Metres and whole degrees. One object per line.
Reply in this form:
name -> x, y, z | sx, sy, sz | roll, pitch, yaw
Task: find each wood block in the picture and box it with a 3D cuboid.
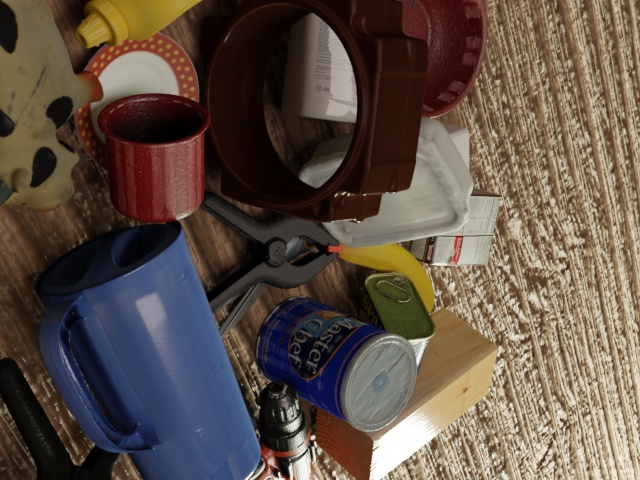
wood block -> 0.099, 0.178, 1.228 | 0.205, 0.090, 0.091 | -30, 141, -32

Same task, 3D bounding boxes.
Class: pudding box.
pudding box -> 0.162, -0.016, 1.273 | 0.113, 0.039, 0.090 | -1, 104, -45

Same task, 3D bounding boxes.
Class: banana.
banana -> 0.083, 0.041, 1.219 | 0.069, 0.037, 0.197 | -54, 133, -15

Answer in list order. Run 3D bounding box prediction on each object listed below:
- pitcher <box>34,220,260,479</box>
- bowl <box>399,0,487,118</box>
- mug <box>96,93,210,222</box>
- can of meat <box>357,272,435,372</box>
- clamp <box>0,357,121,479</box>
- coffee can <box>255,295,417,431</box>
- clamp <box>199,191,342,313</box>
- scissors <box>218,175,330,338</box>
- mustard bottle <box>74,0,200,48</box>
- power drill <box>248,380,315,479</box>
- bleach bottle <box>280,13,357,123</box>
pitcher -> -0.146, 0.117, 0.931 | 0.149, 0.145, 0.243 | -25, 111, -13
bowl -> 0.106, -0.214, 1.140 | 0.161, 0.055, 0.162 | -16, 114, -39
mug -> -0.138, -0.075, 0.915 | 0.117, 0.093, 0.081 | -77, 172, -55
can of meat -> 0.078, 0.100, 1.176 | 0.057, 0.102, 0.084 | -5, 134, -19
clamp -> -0.221, 0.205, 0.927 | 0.164, 0.036, 0.210 | 29, 45, -39
coffee can -> 0.015, 0.126, 1.112 | 0.102, 0.141, 0.103 | -16, 114, -39
clamp -> -0.057, 0.001, 1.062 | 0.171, 0.039, 0.120 | -14, 110, -33
scissors -> -0.048, 0.006, 1.101 | 0.201, 0.016, 0.096 | -39, 125, -27
mustard bottle -> -0.128, -0.219, 0.893 | 0.191, 0.096, 0.058 | -42, 129, -25
power drill -> -0.084, 0.250, 1.101 | 0.187, 0.057, 0.184 | -35, 138, -27
bleach bottle -> 0.026, -0.244, 1.046 | 0.102, 0.068, 0.251 | 4, 100, -28
